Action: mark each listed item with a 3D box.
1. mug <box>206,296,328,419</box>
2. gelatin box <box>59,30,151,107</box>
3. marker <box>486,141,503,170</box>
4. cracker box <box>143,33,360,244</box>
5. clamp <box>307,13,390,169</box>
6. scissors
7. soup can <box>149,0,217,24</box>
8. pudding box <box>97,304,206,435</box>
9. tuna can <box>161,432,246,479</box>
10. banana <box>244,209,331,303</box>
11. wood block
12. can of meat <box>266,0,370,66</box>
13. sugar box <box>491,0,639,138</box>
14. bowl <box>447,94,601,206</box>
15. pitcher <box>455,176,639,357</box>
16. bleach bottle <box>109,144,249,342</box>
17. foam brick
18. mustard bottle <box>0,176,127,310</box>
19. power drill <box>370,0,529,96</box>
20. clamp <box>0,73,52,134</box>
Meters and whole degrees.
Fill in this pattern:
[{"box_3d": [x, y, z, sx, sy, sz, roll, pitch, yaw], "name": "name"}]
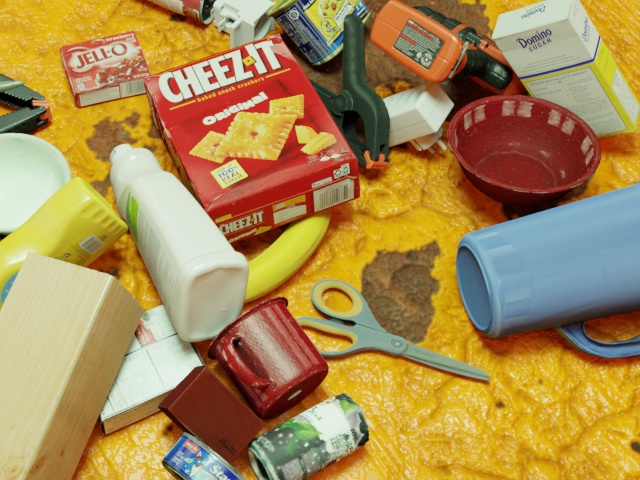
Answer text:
[{"box_3d": [-0.050, 0.111, 0.986, 0.093, 0.117, 0.081, -42, 71, 14], "name": "mug"}, {"box_3d": [-0.242, -0.194, 1.204, 0.089, 0.030, 0.073, -15, 60, -16], "name": "gelatin box"}, {"box_3d": [0.191, -0.104, 1.203, 0.020, 0.020, 0.121, -7, 59, -11], "name": "marker"}, {"box_3d": [-0.075, -0.110, 1.120, 0.164, 0.072, 0.214, -20, 53, -12], "name": "cracker box"}, {"box_3d": [0.035, -0.160, 1.173, 0.039, 0.120, 0.171, -11, 60, -44], "name": "clamp"}, {"box_3d": [0.069, 0.088, 1.068, 0.201, 0.016, 0.096, 6, 57, -3], "name": "scissors"}, {"box_3d": [-0.169, -0.306, 1.263, 0.102, 0.068, 0.068, 24, 58, 10], "name": "soup can"}, {"box_3d": [-0.172, 0.119, 1.008, 0.113, 0.039, 0.090, -23, 63, -18], "name": "pudding box"}, {"box_3d": [-0.097, 0.208, 0.930, 0.086, 0.086, 0.033, 36, 71, 16], "name": "tuna can"}, {"box_3d": [-0.039, 0.003, 1.101, 0.070, 0.037, 0.197, 16, 54, 25], "name": "banana"}, {"box_3d": [-0.244, 0.127, 0.931, 0.091, 0.090, 0.206, 14, 69, 16], "name": "wood block"}, {"box_3d": [0.001, -0.265, 1.242, 0.084, 0.058, 0.102, 49, 59, -18], "name": "can of meat"}, {"box_3d": [0.270, -0.183, 1.161, 0.094, 0.176, 0.048, -8, 45, 39], "name": "sugar box"}, {"box_3d": [0.212, -0.086, 1.137, 0.162, 0.055, 0.162, 2, 44, -2], "name": "bowl"}, {"box_3d": [0.268, 0.031, 1.071, 0.242, 0.145, 0.149, -13, 45, -10], "name": "pitcher"}, {"box_3d": [-0.152, -0.019, 1.043, 0.068, 0.103, 0.251, -11, 44, -27], "name": "bleach bottle"}, {"box_3d": [-0.099, 0.157, 0.962, 0.078, 0.051, 0.053, 46, 73, -10], "name": "foam brick"}, {"box_3d": [-0.277, 0.026, 1.013, 0.191, 0.096, 0.058, -42, 71, -4], "name": "mustard bottle"}, {"box_3d": [0.135, -0.221, 1.195, 0.185, 0.057, 0.187, 37, 22, 26], "name": "power drill"}, {"box_3d": [-0.398, -0.132, 1.143, 0.210, 0.036, 0.164, 6, 62, -2], "name": "clamp"}]
